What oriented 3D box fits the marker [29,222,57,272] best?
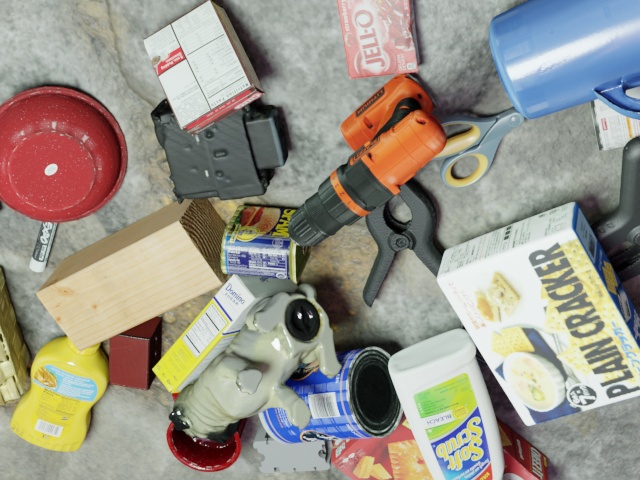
[{"bbox_3d":[-0.322,-0.015,1.263,0.020,0.020,0.121,23,119,-2],"label":"marker"}]

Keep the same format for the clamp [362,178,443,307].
[{"bbox_3d":[0.103,0.001,1.185,0.120,0.039,0.171,0,117,8],"label":"clamp"}]

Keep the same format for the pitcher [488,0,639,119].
[{"bbox_3d":[0.289,-0.193,0.995,0.243,0.149,0.145,-19,112,22],"label":"pitcher"}]

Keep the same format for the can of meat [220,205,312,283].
[{"bbox_3d":[-0.058,0.001,1.179,0.084,0.102,0.057,5,117,10],"label":"can of meat"}]

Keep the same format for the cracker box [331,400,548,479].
[{"bbox_3d":[0.144,0.269,1.298,0.213,0.072,0.164,39,115,-11],"label":"cracker box"}]

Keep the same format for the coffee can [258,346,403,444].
[{"bbox_3d":[0.011,0.181,1.235,0.141,0.102,0.103,-13,116,40],"label":"coffee can"}]

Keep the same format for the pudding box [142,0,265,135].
[{"bbox_3d":[-0.121,-0.178,1.096,0.090,0.039,0.113,-28,78,12],"label":"pudding box"}]

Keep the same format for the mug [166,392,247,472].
[{"bbox_3d":[-0.142,0.215,1.316,0.093,0.081,0.117,-31,109,23],"label":"mug"}]

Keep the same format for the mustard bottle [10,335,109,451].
[{"bbox_3d":[-0.318,0.177,1.340,0.096,0.058,0.192,22,119,-10],"label":"mustard bottle"}]

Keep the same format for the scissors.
[{"bbox_3d":[0.200,-0.111,1.122,0.202,0.016,0.096,-14,127,7],"label":"scissors"}]

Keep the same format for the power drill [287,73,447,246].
[{"bbox_3d":[0.049,-0.084,1.066,0.185,0.187,0.057,-36,108,23],"label":"power drill"}]

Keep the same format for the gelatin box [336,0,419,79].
[{"bbox_3d":[0.060,-0.212,1.086,0.073,0.030,0.089,-4,116,12],"label":"gelatin box"}]

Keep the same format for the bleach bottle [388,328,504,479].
[{"bbox_3d":[0.165,0.229,1.206,0.102,0.068,0.251,-22,109,6],"label":"bleach bottle"}]

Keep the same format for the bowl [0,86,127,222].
[{"bbox_3d":[-0.294,-0.084,1.175,0.162,0.055,0.162,-4,114,-9],"label":"bowl"}]

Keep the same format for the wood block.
[{"bbox_3d":[-0.209,0.036,1.229,0.206,0.090,0.090,-26,110,21],"label":"wood block"}]

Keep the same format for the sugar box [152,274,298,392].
[{"bbox_3d":[-0.112,0.102,1.244,0.048,0.093,0.176,48,117,18],"label":"sugar box"}]

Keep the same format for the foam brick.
[{"bbox_3d":[-0.226,0.135,1.306,0.051,0.053,0.078,9,119,5],"label":"foam brick"}]
